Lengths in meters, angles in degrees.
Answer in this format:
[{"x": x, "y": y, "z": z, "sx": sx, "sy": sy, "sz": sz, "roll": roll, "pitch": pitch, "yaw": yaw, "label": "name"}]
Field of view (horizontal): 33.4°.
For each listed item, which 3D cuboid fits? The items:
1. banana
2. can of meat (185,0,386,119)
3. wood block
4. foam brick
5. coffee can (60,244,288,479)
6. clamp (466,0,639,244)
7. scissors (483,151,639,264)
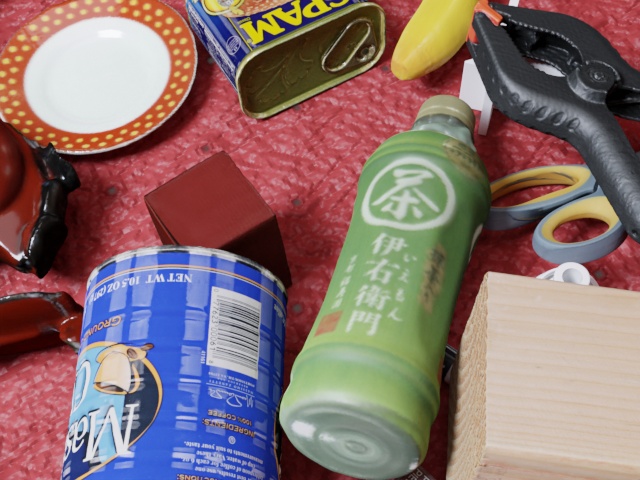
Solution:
[{"x": 0.077, "y": -0.176, "z": 0.688, "sx": 0.069, "sy": 0.037, "sz": 0.198, "roll": -2, "pitch": 56, "yaw": 2, "label": "banana"}, {"x": -0.023, "y": -0.136, "z": 0.664, "sx": 0.102, "sy": 0.057, "sz": 0.084, "roll": -27, "pitch": 58, "yaw": -12, "label": "can of meat"}, {"x": 0.166, "y": 0.087, "z": 0.476, "sx": 0.206, "sy": 0.090, "sz": 0.090, "roll": 8, "pitch": 51, "yaw": -1, "label": "wood block"}, {"x": -0.054, "y": 0.001, "z": 0.573, "sx": 0.051, "sy": 0.078, "sz": 0.053, "roll": -31, "pitch": 62, "yaw": -12, "label": "foam brick"}, {"x": -0.068, "y": 0.088, "z": 0.507, "sx": 0.103, "sy": 0.103, "sz": 0.140, "roll": -1, "pitch": 59, "yaw": 4, "label": "coffee can"}, {"x": 0.145, "y": -0.069, "z": 0.576, "sx": 0.171, "sy": 0.039, "sz": 0.120, "roll": 29, "pitch": 52, "yaw": 16, "label": "clamp"}, {"x": 0.185, "y": -0.032, "z": 0.592, "sx": 0.201, "sy": 0.016, "sz": 0.096, "roll": -14, "pitch": 33, "yaw": -4, "label": "scissors"}]
